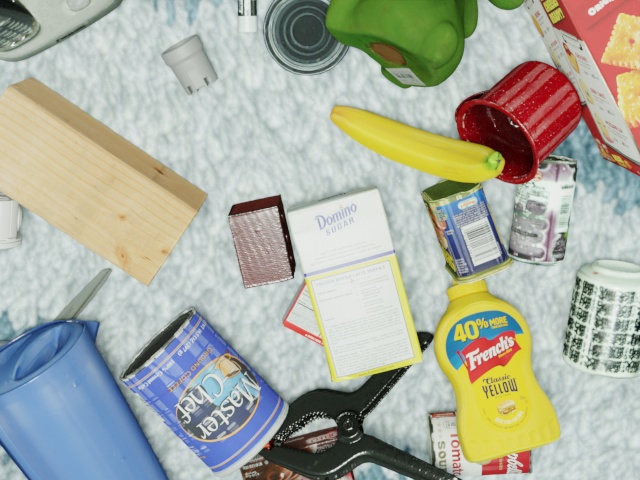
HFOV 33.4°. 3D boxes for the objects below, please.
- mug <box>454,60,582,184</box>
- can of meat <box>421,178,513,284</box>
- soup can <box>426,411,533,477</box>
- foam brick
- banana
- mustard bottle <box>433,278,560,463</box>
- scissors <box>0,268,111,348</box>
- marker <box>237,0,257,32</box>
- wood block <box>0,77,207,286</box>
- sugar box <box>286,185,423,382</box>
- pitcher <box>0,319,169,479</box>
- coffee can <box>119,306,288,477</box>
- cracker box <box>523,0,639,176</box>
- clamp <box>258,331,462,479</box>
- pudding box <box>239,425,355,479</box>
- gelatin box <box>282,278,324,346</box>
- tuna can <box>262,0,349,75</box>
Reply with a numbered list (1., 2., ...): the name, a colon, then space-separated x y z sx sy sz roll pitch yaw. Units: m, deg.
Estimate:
1. mug: 0.179 -0.116 0.997 0.081 0.117 0.093 -41 128 -25
2. can of meat: 0.138 -0.013 1.023 0.057 0.102 0.084 -21 101 1
3. soup can: 0.162 0.208 1.096 0.102 0.068 0.068 -4 104 3
4. foam brick: -0.057 0.001 1.054 0.051 0.053 0.078 -11 104 3
5. banana: 0.099 -0.090 1.001 0.037 0.198 0.069 -59 141 -16
6. mustard bottle: 0.164 0.115 1.053 0.096 0.058 0.191 -14 75 -2
7. scissors: -0.300 0.095 1.101 0.096 0.016 0.202 27 103 -6
8. marker: -0.070 -0.258 1.005 0.020 0.020 0.121 0 104 1
9. wood block: -0.222 -0.058 1.022 0.206 0.091 0.090 34 102 -7
10. sugar box: 0.033 0.042 1.037 0.093 0.048 0.176 -14 97 1
11. pitcher: -0.245 0.213 1.060 0.149 0.145 0.243 -24 111 6
12. coffee can: -0.116 0.151 1.068 0.103 0.103 0.140 -41 100 10
13. cracker box: 0.258 -0.165 0.949 0.072 0.164 0.213 -29 102 5
14. clamp: 0.035 0.180 1.079 0.210 0.036 0.164 -7 65 11
15. pudding box: -0.021 0.254 1.125 0.113 0.039 0.090 -15 104 4
16. gelatin box: 0.013 0.062 1.080 0.073 0.030 0.089 27 100 -6
17. tuna can: -0.012 -0.199 1.012 0.086 0.033 0.086 0 104 1
